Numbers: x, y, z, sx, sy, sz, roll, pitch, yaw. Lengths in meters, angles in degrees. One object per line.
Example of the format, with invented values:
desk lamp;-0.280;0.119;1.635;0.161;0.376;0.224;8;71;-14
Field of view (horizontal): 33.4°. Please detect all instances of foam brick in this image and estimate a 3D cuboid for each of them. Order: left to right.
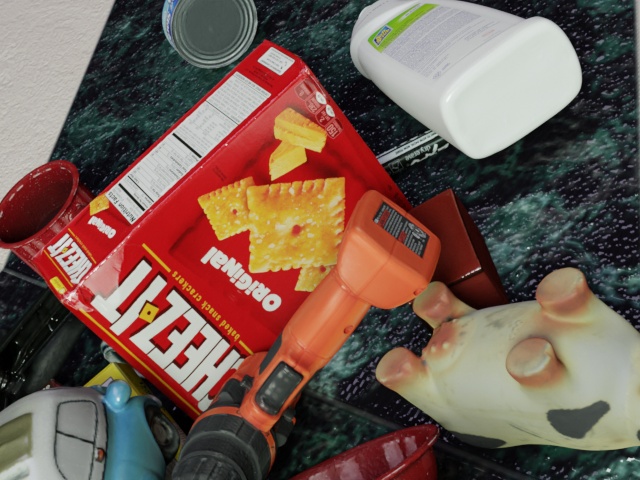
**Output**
foam brick;0.081;0.018;0.684;0.053;0.051;0.078;-28;41;15

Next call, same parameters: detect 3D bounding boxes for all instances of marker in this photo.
marker;0.078;-0.071;0.791;0.121;0.020;0.020;-26;42;16

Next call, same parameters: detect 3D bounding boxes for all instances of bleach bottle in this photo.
bleach bottle;0.088;-0.143;0.799;0.102;0.068;0.251;-35;29;0

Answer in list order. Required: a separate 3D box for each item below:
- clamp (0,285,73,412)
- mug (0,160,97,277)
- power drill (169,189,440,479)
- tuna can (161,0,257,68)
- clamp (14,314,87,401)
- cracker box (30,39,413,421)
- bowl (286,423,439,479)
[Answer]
clamp;-0.237;0.107;0.767;0.210;0.036;0.164;-31;29;48
mug;-0.209;-0.008;0.903;0.117;0.081;0.093;-2;53;36
power drill;-0.012;0.067;0.611;0.188;0.057;0.184;-51;4;20
tuna can;-0.105;-0.208;1.004;0.086;0.086;0.034;-41;38;-1
clamp;-0.188;0.039;0.841;0.172;0.039;0.120;-50;31;15
cracker box;-0.055;0.001;0.715;0.213;0.164;0.072;-44;38;-6
bowl;0.003;0.159;0.573;0.162;0.055;0.162;-27;-4;-2
